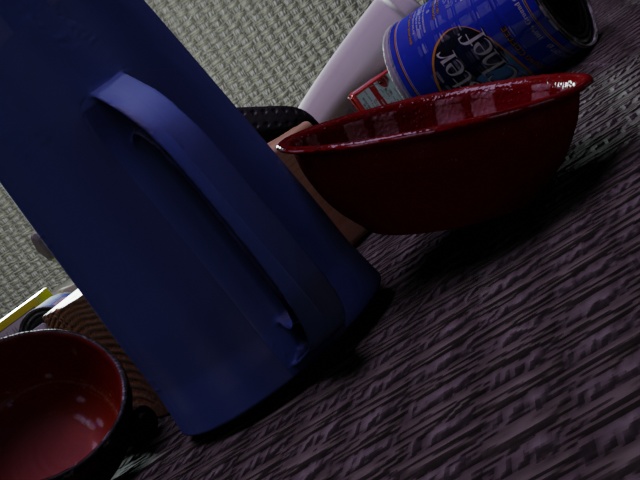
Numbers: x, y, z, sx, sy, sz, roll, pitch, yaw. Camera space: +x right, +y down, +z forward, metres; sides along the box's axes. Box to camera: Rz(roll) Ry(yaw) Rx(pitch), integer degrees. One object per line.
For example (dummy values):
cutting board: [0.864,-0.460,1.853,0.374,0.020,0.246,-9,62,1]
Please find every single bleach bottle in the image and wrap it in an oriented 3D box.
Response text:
bleach bottle: [0.020,-0.123,1.028,0.251,0.102,0.068,-48,48,14]

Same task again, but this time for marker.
marker: [-0.130,0.116,0.666,0.020,0.020,0.121,-41,10,-31]

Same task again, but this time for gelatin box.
gelatin box: [0.081,-0.126,0.962,0.089,0.073,0.030,-36,9,1]

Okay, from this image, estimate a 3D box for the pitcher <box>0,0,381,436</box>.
pitcher: [-0.085,-0.032,0.537,0.149,0.243,0.144,-33,11,27]

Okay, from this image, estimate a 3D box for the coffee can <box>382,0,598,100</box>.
coffee can: [0.136,-0.166,0.863,0.141,0.103,0.102,-30,11,36]

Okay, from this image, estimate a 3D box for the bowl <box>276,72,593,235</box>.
bowl: [0.062,-0.042,0.546,0.162,0.055,0.162,-13,12,3]

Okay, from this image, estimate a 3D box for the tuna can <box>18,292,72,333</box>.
tuna can: [-0.224,0.091,0.951,0.086,0.086,0.033,-31,8,32]
